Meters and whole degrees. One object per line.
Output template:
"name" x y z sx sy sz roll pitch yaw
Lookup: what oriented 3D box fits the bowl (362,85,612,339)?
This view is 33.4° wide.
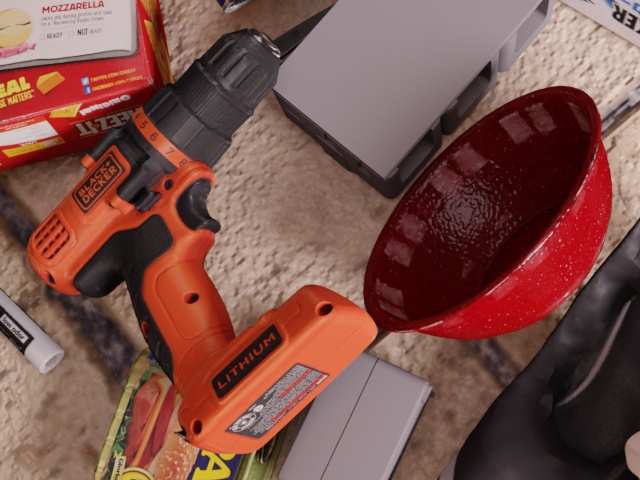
"bowl" 0.098 -0.003 0.564 0.055 0.162 0.162 40 85 -20

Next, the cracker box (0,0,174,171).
"cracker box" -0.186 -0.154 0.651 0.164 0.072 0.214 -14 70 4

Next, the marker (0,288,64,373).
"marker" -0.202 0.033 0.648 0.121 0.020 0.020 42 87 14

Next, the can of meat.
"can of meat" -0.071 0.117 0.594 0.084 0.057 0.102 17 81 14

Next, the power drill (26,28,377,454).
"power drill" -0.054 0.001 0.556 0.184 0.057 0.188 -46 57 11
